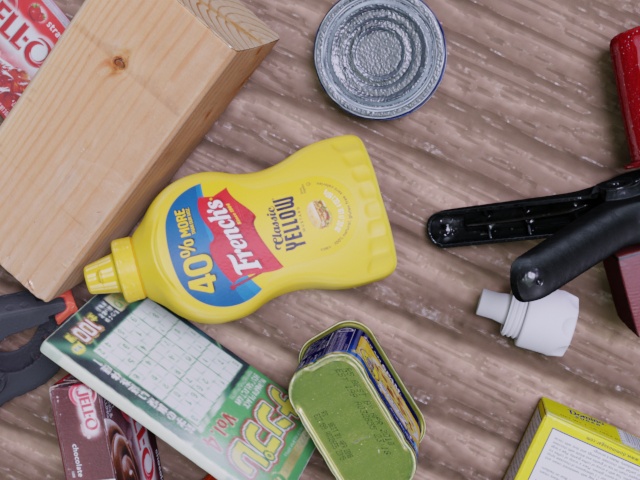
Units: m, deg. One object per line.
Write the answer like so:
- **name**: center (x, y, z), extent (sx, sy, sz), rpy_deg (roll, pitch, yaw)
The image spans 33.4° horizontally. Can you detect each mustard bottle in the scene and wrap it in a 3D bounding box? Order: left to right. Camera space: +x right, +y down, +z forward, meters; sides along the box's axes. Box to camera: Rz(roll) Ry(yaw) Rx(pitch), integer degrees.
- **mustard bottle**: center (-0.054, 0.001, 0.678), extent (0.191, 0.058, 0.096), rpy_deg (-15, 85, -6)

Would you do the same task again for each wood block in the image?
- **wood block**: center (-0.131, -0.072, 0.667), extent (0.091, 0.090, 0.206), rpy_deg (42, 112, 1)

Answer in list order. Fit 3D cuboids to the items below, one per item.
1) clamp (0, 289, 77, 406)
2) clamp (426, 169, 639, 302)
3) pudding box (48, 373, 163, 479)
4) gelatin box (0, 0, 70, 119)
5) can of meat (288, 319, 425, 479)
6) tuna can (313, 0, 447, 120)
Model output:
- **clamp**: center (-0.232, 0.098, 0.736), extent (0.171, 0.039, 0.120), rpy_deg (-31, 137, -1)
- **clamp**: center (0.174, -0.018, 0.653), extent (0.209, 0.165, 0.036), rpy_deg (-17, 105, -14)
- **pudding box**: center (-0.140, 0.136, 0.715), extent (0.039, 0.090, 0.113), rpy_deg (-6, 97, 9)
- **gelatin box**: center (-0.205, -0.132, 0.717), extent (0.073, 0.030, 0.089), rpy_deg (-39, 92, 10)
- **can of meat**: center (0.024, 0.110, 0.694), extent (0.057, 0.084, 0.102), rpy_deg (-31, 93, 9)
- **tuna can**: center (0.039, -0.120, 0.687), extent (0.086, 0.033, 0.086), rpy_deg (1, 98, 7)
